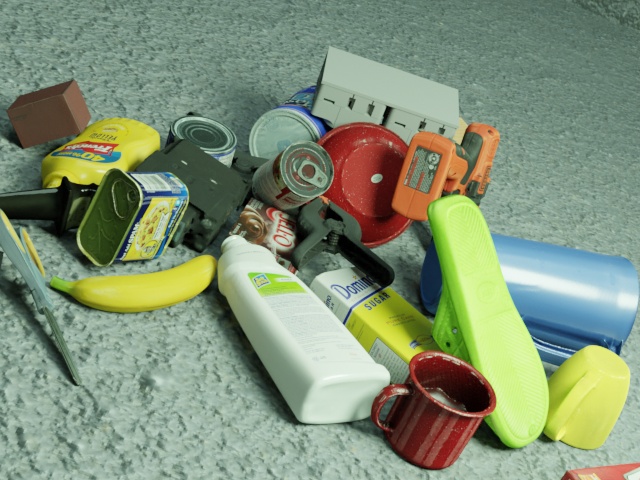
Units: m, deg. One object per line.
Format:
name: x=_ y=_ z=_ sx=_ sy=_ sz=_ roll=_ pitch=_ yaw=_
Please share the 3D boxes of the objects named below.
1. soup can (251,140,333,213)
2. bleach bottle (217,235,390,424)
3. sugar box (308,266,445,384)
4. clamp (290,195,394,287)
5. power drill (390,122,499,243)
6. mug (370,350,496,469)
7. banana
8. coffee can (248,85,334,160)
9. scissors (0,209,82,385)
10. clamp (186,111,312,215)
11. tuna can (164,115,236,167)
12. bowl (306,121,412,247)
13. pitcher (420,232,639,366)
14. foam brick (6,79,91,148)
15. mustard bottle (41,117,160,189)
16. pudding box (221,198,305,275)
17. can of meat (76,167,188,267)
soup can: x=-0.035 y=-0.074 z=1.279 sx=0.068 sy=0.102 sz=0.068 roll=5 pitch=78 yaw=-23
bleach bottle: x=-0.033 y=0.079 z=1.102 sx=0.102 sy=0.068 sz=0.251 roll=1 pitch=35 yaw=-35
sugar box: x=0.072 y=0.097 z=1.175 sx=0.176 sy=0.048 sz=0.093 roll=42 pitch=31 yaw=27
clamp: x=0.023 y=0.001 z=1.232 sx=0.120 sy=0.039 sz=0.171 roll=21 pitch=26 yaw=-11
power drill: x=0.154 y=-0.063 z=1.335 sx=0.057 sy=0.184 sz=0.187 roll=20 pitch=10 yaw=25
mug: x=0.103 y=0.167 z=1.040 sx=0.117 sy=0.082 sz=0.093 roll=8 pitch=32 yaw=-27
banana: x=-0.172 y=0.043 z=1.092 sx=0.197 sy=0.037 sz=0.070 roll=-5 pitch=40 yaw=-42
coffee can: x=-0.024 y=-0.146 z=1.457 sx=0.103 sy=0.103 sz=0.140 roll=28 pitch=28 yaw=8
scissors: x=-0.268 y=0.042 z=0.990 sx=0.016 sy=0.096 sz=0.202 roll=-31 pitch=44 yaw=-4
clamp: x=-0.110 y=-0.082 z=1.351 sx=0.210 sy=0.036 sz=0.164 roll=28 pitch=36 yaw=5
tuna can: x=-0.148 y=-0.119 z=1.318 sx=0.086 sy=0.034 sz=0.086 roll=13 pitch=35 yaw=-10
bowl: x=0.062 y=-0.072 z=1.335 sx=0.162 sy=0.162 sz=0.055 roll=16 pitch=-7 yaw=-15
pitcher: x=0.250 y=0.067 z=1.287 sx=0.242 sy=0.145 sz=0.149 roll=13 pitch=1 yaw=-13
foam brick: x=-0.318 y=-0.149 z=1.254 sx=0.078 sy=0.053 sz=0.051 roll=-13 pitch=26 yaw=13
mustard bottle: x=-0.261 y=-0.084 z=1.213 sx=0.096 sy=0.058 sz=0.191 roll=10 pitch=27 yaw=13
pudding box: x=-0.058 y=0.001 z=1.246 sx=0.090 sy=0.039 sz=0.113 roll=24 pitch=28 yaw=0
can of meat: x=-0.193 y=-0.025 z=1.115 sx=0.057 sy=0.102 sz=0.083 roll=40 pitch=22 yaw=25
